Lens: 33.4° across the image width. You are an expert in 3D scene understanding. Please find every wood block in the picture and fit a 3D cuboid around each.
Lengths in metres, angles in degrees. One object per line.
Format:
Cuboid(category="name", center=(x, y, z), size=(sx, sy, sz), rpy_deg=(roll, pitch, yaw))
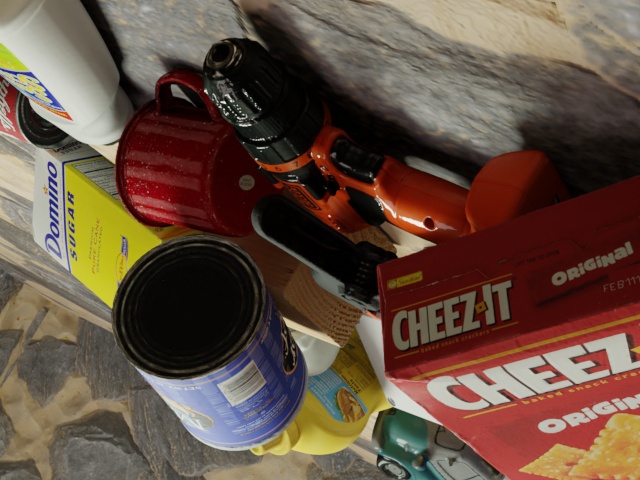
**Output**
Cuboid(category="wood block", center=(-0.056, 0.000, 0.845), size=(0.206, 0.090, 0.090), rpy_deg=(17, 161, 43))

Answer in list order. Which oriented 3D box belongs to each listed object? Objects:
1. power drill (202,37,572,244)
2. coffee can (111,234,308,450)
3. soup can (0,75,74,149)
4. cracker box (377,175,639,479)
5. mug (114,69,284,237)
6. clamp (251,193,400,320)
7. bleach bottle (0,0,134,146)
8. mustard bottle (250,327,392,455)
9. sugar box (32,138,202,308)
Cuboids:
Cuboid(category="power drill", center=(0.039, -0.038, 0.584), size=(0.188, 0.057, 0.184), rpy_deg=(24, 170, 34))
Cuboid(category="coffee can", center=(-0.071, 0.074, 0.732), size=(0.103, 0.102, 0.140), rpy_deg=(24, 159, 23))
Cuboid(category="soup can", center=(-0.243, -0.116, 0.849), size=(0.102, 0.068, 0.068), rpy_deg=(20, 164, 36))
Cuboid(category="cracker box", center=(0.151, 0.064, 0.536), size=(0.164, 0.072, 0.213), rpy_deg=(-20, 141, 26))
Cuboid(category="mug", center=(-0.079, -0.058, 0.715), size=(0.082, 0.093, 0.117), rpy_deg=(13, 123, 37))
Cuboid(category="clamp", center=(0.019, 0.016, 0.632), size=(0.120, 0.039, 0.171), rpy_deg=(28, 169, 5))
Cuboid(category="bleach bottle", center=(-0.179, -0.121, 0.717), size=(0.103, 0.068, 0.250), rpy_deg=(25, 169, 17))
Cuboid(category="mustard bottle", center=(0.005, 0.132, 0.929), size=(0.096, 0.191, 0.058), rpy_deg=(44, 132, 15))
Cuboid(category="sugar box", center=(-0.163, -0.005, 0.833), size=(0.048, 0.093, 0.176), rpy_deg=(-18, -142, -43))
